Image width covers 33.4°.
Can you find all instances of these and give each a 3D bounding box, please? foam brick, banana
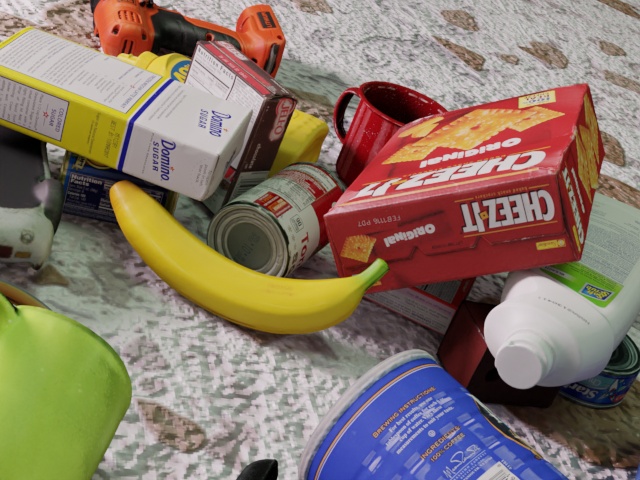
[{"bbox_3d":[0.131,0.081,0.752,0.078,0.053,0.051,7,32,-23],"label":"foam brick"},{"bbox_3d":[-0.057,0.019,0.718,0.198,0.069,0.037,17,-11,5],"label":"banana"}]

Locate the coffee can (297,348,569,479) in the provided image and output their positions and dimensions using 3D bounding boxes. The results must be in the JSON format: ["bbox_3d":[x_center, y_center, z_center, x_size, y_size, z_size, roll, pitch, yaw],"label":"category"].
[{"bbox_3d":[0.071,0.140,0.558,0.102,0.103,0.140,-13,44,-46],"label":"coffee can"}]

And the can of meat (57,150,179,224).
[{"bbox_3d":[-0.148,-0.053,0.783,0.083,0.057,0.102,12,31,-13],"label":"can of meat"}]

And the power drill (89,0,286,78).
[{"bbox_3d":[-0.138,-0.220,1.074,0.187,0.057,0.184,6,36,-21],"label":"power drill"}]

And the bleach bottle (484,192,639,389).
[{"bbox_3d":[0.166,0.034,0.731,0.103,0.068,0.250,23,27,20],"label":"bleach bottle"}]

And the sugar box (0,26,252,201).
[{"bbox_3d":[-0.144,-0.090,0.743,0.176,0.048,0.093,23,29,1],"label":"sugar box"}]

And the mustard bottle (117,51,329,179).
[{"bbox_3d":[-0.093,-0.113,0.920,0.192,0.058,0.096,26,28,8],"label":"mustard bottle"}]

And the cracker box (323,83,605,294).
[{"bbox_3d":[0.113,-0.043,0.782,0.164,0.072,0.213,-11,18,23],"label":"cracker box"}]

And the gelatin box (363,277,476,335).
[{"bbox_3d":[0.070,0.030,0.819,0.089,0.030,0.073,24,29,9],"label":"gelatin box"}]

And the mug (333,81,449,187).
[{"bbox_3d":[0.055,-0.091,0.960,0.117,0.082,0.093,38,33,26],"label":"mug"}]

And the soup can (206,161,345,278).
[{"bbox_3d":[-0.030,-0.012,0.781,0.068,0.069,0.102,30,30,14],"label":"soup can"}]

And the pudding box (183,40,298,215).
[{"bbox_3d":[-0.074,-0.085,0.827,0.039,0.114,0.090,-6,40,-46],"label":"pudding box"}]
